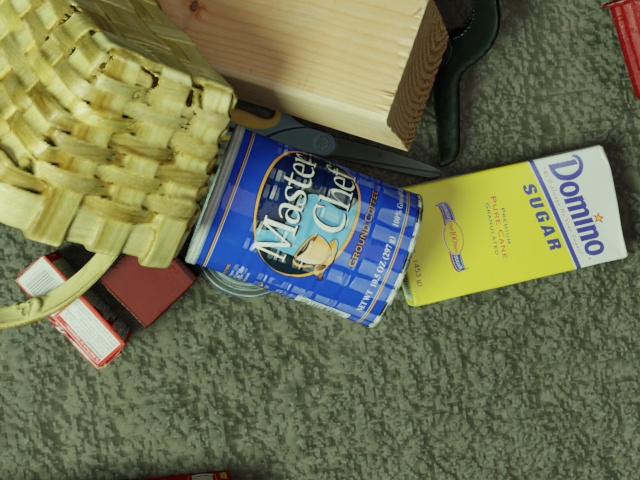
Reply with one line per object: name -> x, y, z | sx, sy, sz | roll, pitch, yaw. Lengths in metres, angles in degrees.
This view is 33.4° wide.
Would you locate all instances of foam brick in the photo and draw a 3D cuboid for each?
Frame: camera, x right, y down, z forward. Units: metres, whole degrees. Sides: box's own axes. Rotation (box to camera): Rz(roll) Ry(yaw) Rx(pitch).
foam brick -> -0.126, 0.026, 0.788 | 0.051, 0.078, 0.053 | -44, 94, -4

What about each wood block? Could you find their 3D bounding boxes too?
wood block -> -0.026, -0.142, 0.749 | 0.206, 0.090, 0.091 | 19, 88, 17

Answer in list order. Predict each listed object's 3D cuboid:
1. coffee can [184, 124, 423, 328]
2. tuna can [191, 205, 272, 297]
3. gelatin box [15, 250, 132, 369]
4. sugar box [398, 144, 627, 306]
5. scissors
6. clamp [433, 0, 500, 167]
coffee can -> -0.012, -0.009, 0.751 | 0.140, 0.103, 0.103 | 20, 89, -7
tuna can -> -0.055, 0.001, 0.817 | 0.086, 0.034, 0.086 | 0, 91, -7
gelatin box -> -0.179, 0.050, 0.784 | 0.030, 0.073, 0.089 | -42, 96, -3
sugar box -> 0.144, -0.012, 0.834 | 0.176, 0.048, 0.093 | -13, 93, -5
scissors -> -0.014, -0.061, 0.828 | 0.201, 0.016, 0.096 | 29, 86, -5
clamp -> 0.071, -0.145, 0.798 | 0.120, 0.039, 0.172 | 15, 118, -8
